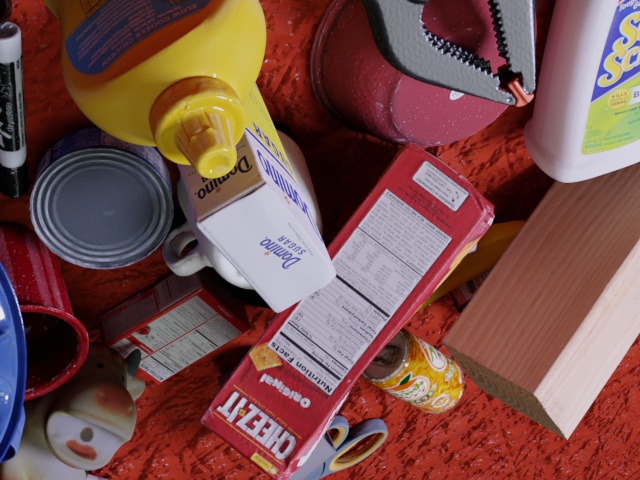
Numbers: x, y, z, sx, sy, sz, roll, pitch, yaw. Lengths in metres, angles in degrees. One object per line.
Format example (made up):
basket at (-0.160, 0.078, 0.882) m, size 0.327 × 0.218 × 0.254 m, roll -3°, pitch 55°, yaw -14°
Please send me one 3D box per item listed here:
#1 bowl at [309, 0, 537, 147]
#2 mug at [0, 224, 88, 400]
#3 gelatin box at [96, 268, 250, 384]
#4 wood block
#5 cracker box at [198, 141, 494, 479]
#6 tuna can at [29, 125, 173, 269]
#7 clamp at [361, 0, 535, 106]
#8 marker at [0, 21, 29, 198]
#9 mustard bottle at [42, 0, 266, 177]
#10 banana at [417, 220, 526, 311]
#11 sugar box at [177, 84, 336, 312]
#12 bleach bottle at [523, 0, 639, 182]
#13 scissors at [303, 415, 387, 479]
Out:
bowl at (0.077, -0.113, 0.678) m, size 0.162 × 0.055 × 0.162 m, roll -15°, pitch 140°, yaw -13°
mug at (-0.213, 0.049, 0.679) m, size 0.117 × 0.081 × 0.093 m, roll -25°, pitch 141°, yaw -2°
gelatin box at (-0.108, 0.062, 0.791) m, size 0.089 × 0.030 × 0.073 m, roll -31°, pitch 141°, yaw 10°
wood block at (0.197, 0.031, 0.808) m, size 0.206 × 0.091 × 0.090 m, roll -53°, pitch 139°, yaw -10°
cracker box at (0.026, 0.042, 0.703) m, size 0.214 × 0.072 × 0.164 m, roll -53°, pitch 174°, yaw 7°
tuna can at (-0.134, -0.027, 0.657) m, size 0.086 × 0.034 × 0.086 m, roll -4°, pitch 124°, yaw -6°
clamp at (0.044, -0.148, 0.587) m, size 0.165 × 0.036 × 0.210 m, roll -30°, pitch 119°, yaw 14°
marker at (-0.179, -0.071, 0.614) m, size 0.020 × 0.020 × 0.121 m, roll -9°, pitch 138°, yaw -20°
mustard bottle at (-0.077, -0.100, 0.498) m, size 0.096 × 0.192 × 0.058 m, roll -30°, pitch 143°, yaw 5°
banana at (0.077, 0.041, 0.843) m, size 0.197 × 0.070 × 0.037 m, roll -34°, pitch 111°, yaw -9°
sugar box at (-0.049, -0.056, 0.576) m, size 0.048 × 0.176 × 0.093 m, roll -31°, pitch 141°, yaw 5°
bleach bottle at (0.192, -0.156, 0.689) m, size 0.102 × 0.068 × 0.251 m, roll -18°, pitch 138°, yaw -11°
scissors at (-0.026, 0.227, 1.032) m, size 0.202 × 0.016 × 0.096 m, roll -35°, pitch 139°, yaw 12°
